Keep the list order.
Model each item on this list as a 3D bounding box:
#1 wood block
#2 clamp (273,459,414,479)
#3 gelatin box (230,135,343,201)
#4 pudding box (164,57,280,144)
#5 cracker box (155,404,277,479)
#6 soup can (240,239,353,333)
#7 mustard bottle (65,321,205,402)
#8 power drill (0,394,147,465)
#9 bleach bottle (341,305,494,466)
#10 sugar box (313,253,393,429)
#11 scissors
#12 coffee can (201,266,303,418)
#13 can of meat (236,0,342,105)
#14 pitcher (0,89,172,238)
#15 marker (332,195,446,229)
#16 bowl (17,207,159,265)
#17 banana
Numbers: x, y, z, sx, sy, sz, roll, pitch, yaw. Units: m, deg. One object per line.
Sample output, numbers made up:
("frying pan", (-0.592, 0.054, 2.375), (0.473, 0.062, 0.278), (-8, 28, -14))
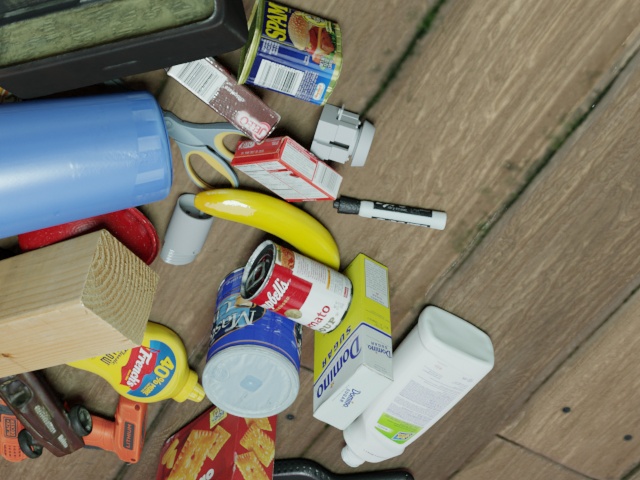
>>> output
("wood block", (-0.279, 0.069, 1.096), (0.206, 0.090, 0.090), (-15, 138, 30))
("clamp", (0.009, 0.328, 1.398), (0.209, 0.036, 0.165), (24, 125, -14))
("gelatin box", (-0.033, -0.071, 1.072), (0.073, 0.030, 0.089), (0, 154, 47))
("pudding box", (-0.098, -0.144, 1.014), (0.113, 0.090, 0.039), (39, 92, -22))
("cracker box", (-0.133, 0.299, 1.273), (0.072, 0.213, 0.164), (38, 120, -23))
("soup can", (-0.025, 0.050, 1.130), (0.102, 0.068, 0.069), (26, 124, -24))
("mustard bottle", (-0.215, 0.137, 1.251), (0.191, 0.058, 0.096), (35, 102, -22))
("power drill", (-0.307, 0.201, 1.309), (0.187, 0.057, 0.184), (8, 123, -1))
("bleach bottle", (0.096, 0.189, 1.275), (0.102, 0.068, 0.251), (27, 126, -16))
("sugar box", (0.033, 0.105, 1.142), (0.048, 0.176, 0.093), (29, 123, -18))
("scissors", (-0.135, -0.124, 1.079), (0.096, 0.016, 0.201), (-27, 122, 19))
("coffee can", (-0.071, 0.109, 1.173), (0.103, 0.140, 0.103), (1, 127, 2))
("can of meat", (-0.027, -0.174, 0.983), (0.084, 0.102, 0.057), (16, 126, -12))
("pitcher", (-0.268, -0.066, 1.001), (0.242, 0.149, 0.145), (-11, 109, -16))
("marker", (0.073, -0.030, 1.136), (0.121, 0.020, 0.020), (9, 127, -4))
("bowl", (-0.256, 0.010, 1.135), (0.162, 0.055, 0.162), (7, 144, 5))
("banana", (-0.042, -0.009, 1.137), (0.070, 0.037, 0.197), (-43, 122, 17))
